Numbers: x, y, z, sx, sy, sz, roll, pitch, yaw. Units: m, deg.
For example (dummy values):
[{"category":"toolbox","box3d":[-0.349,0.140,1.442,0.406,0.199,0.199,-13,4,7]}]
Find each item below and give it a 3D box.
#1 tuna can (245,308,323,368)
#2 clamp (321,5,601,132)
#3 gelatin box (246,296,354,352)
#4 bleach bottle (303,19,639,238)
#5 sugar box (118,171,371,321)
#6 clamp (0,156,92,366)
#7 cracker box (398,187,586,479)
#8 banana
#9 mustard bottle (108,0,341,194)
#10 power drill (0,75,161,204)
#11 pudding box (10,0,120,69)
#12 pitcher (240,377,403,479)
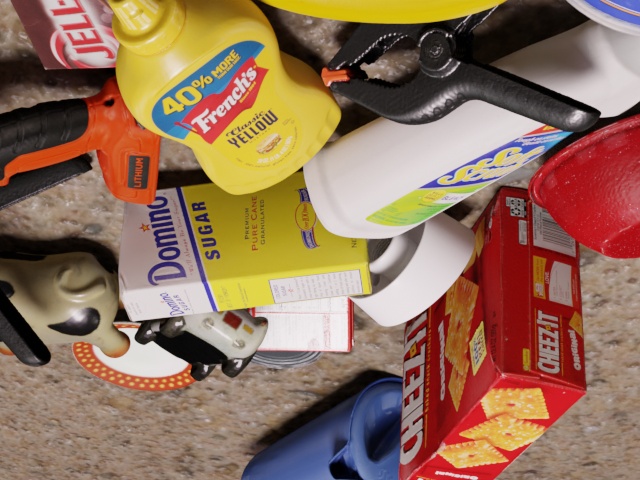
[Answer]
[{"category":"tuna can","box3d":[-0.038,0.080,0.953,0.086,0.033,0.086,4,145,2]},{"category":"clamp","box3d":[0.082,-0.103,0.622,0.172,0.120,0.039,-19,170,36]},{"category":"gelatin box","box3d":[-0.016,0.053,0.886,0.089,0.030,0.073,0,106,6]},{"category":"bleach bottle","box3d":[0.112,-0.078,0.669,0.251,0.068,0.102,-28,161,36]},{"category":"sugar box","box3d":[-0.055,0.001,0.772,0.176,0.093,0.048,-6,143,1]},{"category":"clamp","box3d":[-0.277,-0.015,0.809,0.210,0.164,0.036,22,-171,5]},{"category":"cracker box","box3d":[0.126,0.086,0.828,0.072,0.164,0.214,14,144,-10]},{"category":"banana","box3d":[0.021,-0.147,0.593,0.198,0.037,0.069,11,167,11]},{"category":"mustard bottle","box3d":[-0.065,-0.098,0.636,0.096,0.058,0.191,-34,149,10]},{"category":"power drill","box3d":[-0.205,-0.043,0.714,0.187,0.057,0.185,-14,155,-20]},{"category":"pudding box","box3d":[-0.136,-0.151,0.631,0.090,0.039,0.113,-1,145,9]},{"category":"pitcher","box3d":[0.027,0.238,1.105,0.149,0.145,0.243,34,141,-18]}]
